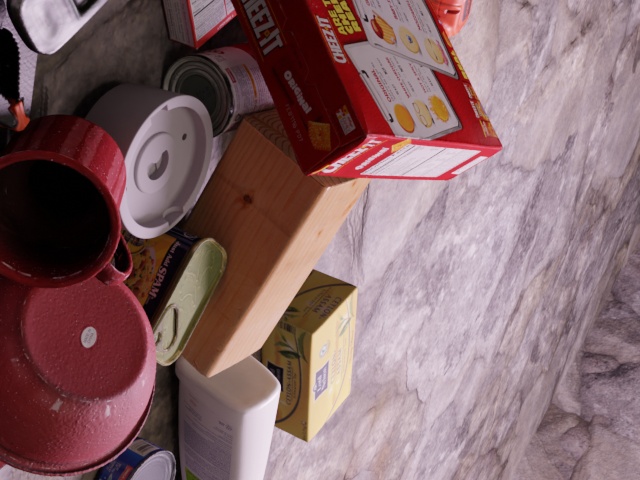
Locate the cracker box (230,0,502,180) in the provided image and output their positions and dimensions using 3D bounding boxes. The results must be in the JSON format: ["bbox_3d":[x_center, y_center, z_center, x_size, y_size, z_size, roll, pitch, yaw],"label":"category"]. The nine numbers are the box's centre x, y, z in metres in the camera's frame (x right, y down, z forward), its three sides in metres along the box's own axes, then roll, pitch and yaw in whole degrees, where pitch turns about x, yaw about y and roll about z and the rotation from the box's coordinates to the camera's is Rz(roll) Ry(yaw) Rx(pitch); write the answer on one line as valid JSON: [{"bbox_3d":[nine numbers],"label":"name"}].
[{"bbox_3d":[0.040,-0.132,0.848,0.072,0.164,0.213,-32,163,32],"label":"cracker box"}]

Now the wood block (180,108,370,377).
[{"bbox_3d":[-0.056,0.001,0.880,0.090,0.091,0.206,-24,151,-58],"label":"wood block"}]

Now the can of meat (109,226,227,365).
[{"bbox_3d":[-0.135,0.033,0.826,0.102,0.084,0.057,-63,156,-10],"label":"can of meat"}]

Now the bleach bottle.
[{"bbox_3d":[-0.103,0.218,1.063,0.067,0.103,0.251,-32,145,-41],"label":"bleach bottle"}]

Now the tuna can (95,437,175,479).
[{"bbox_3d":[-0.172,0.225,0.978,0.086,0.034,0.086,-46,149,-40],"label":"tuna can"}]

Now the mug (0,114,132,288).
[{"bbox_3d":[-0.160,-0.021,0.679,0.093,0.117,0.081,-35,-157,15],"label":"mug"}]

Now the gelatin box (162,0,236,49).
[{"bbox_3d":[-0.087,-0.200,0.793,0.073,0.030,0.089,-50,150,-33],"label":"gelatin box"}]

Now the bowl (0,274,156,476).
[{"bbox_3d":[-0.166,0.070,0.703,0.055,0.162,0.161,-31,-174,43],"label":"bowl"}]

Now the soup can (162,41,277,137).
[{"bbox_3d":[-0.070,-0.121,0.851,0.102,0.069,0.068,-28,135,-55],"label":"soup can"}]

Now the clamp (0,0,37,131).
[{"bbox_3d":[-0.196,-0.142,0.606,0.120,0.039,0.171,-52,152,-27],"label":"clamp"}]
